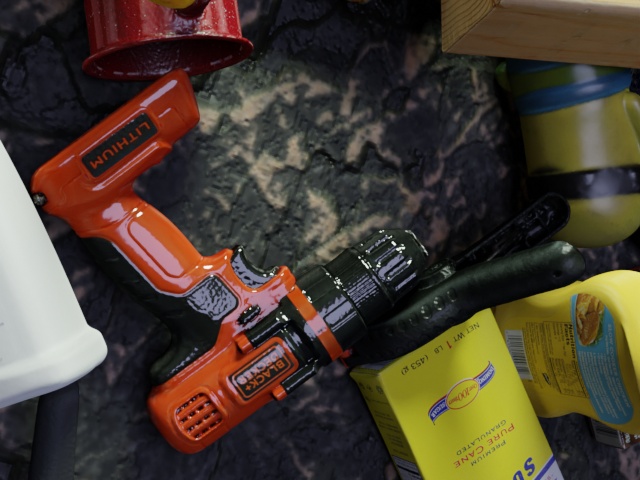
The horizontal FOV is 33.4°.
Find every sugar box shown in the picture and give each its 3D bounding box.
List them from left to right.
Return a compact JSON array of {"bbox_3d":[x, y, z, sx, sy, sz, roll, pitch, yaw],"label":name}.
[{"bbox_3d":[0.097,0.137,0.682,0.093,0.048,0.176,-30,100,-22],"label":"sugar box"}]

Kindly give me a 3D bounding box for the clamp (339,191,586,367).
[{"bbox_3d":[0.081,0.031,0.630,0.171,0.120,0.039,-33,95,8],"label":"clamp"}]

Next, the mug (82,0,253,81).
[{"bbox_3d":[-0.083,-0.138,0.570,0.093,0.117,0.081,-7,87,-23],"label":"mug"}]

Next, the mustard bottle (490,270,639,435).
[{"bbox_3d":[0.174,0.066,0.638,0.058,0.192,0.096,-15,95,-24],"label":"mustard bottle"}]

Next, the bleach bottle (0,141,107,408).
[{"bbox_3d":[-0.198,-0.039,0.530,0.103,0.068,0.251,-18,96,12],"label":"bleach bottle"}]

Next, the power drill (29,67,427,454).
[{"bbox_3d":[-0.054,0.001,0.595,0.184,0.057,0.187,-37,101,-8],"label":"power drill"}]
